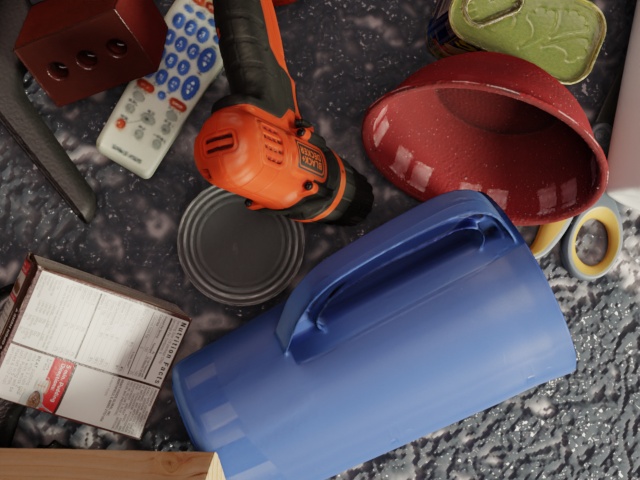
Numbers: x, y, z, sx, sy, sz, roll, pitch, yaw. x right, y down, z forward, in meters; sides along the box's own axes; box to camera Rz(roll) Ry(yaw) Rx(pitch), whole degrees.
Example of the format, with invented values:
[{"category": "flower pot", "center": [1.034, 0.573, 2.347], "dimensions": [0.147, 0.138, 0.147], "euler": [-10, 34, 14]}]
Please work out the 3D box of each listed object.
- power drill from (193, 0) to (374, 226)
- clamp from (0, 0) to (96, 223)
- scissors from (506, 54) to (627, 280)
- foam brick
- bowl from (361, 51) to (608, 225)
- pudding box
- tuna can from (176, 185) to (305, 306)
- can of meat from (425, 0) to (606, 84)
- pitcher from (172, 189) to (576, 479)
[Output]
[{"category": "power drill", "center": [-0.023, -0.105, 0.684], "dimensions": [0.057, 0.184, 0.187], "euler": [-15, 75, 23]}, {"category": "clamp", "center": [-0.222, -0.105, 0.697], "dimensions": [0.164, 0.036, 0.210], "euler": [7, 82, -20]}, {"category": "scissors", "center": [0.210, -0.057, 0.769], "dimensions": [0.096, 0.016, 0.201], "euler": [41, 86, -8]}, {"category": "foam brick", "center": [-0.145, -0.130, 0.683], "dimensions": [0.078, 0.051, 0.053], "euler": [-17, 131, 19]}, {"category": "bowl", "center": [0.111, -0.074, 0.699], "dimensions": [0.162, 0.162, 0.055], "euler": [22, 64, -7]}, {"category": "pudding box", "center": [-0.151, 0.069, 0.687], "dimensions": [0.113, 0.039, 0.090], "euler": [23, 91, -30]}, {"category": "tuna can", "center": [-0.055, 0.001, 0.727], "dimensions": [0.086, 0.034, 0.086], "euler": [0, 91, -7]}, {"category": "can of meat", "center": [0.127, -0.141, 0.721], "dimensions": [0.102, 0.084, 0.057], "euler": [22, 88, -7]}, {"category": "pitcher", "center": [0.029, 0.070, 0.689], "dimensions": [0.243, 0.145, 0.149], "euler": [-26, 95, -3]}]
